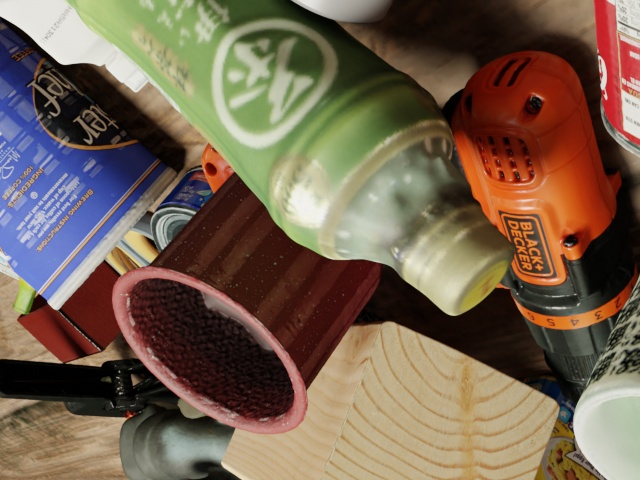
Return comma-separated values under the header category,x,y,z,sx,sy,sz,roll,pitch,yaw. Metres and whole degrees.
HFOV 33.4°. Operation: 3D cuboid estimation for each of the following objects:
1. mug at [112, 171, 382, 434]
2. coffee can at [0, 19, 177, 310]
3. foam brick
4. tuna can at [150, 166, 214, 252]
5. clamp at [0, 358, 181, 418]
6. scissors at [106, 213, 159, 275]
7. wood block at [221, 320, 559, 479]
category,x,y,z,sx,sy,sz,roll,pitch,yaw
mug,-0.030,0.026,0.459,0.093,0.081,0.117,36,144,2
coffee can,-0.165,-0.045,0.591,0.140,0.102,0.103,42,149,-8
foam brick,-0.176,0.051,0.780,0.051,0.053,0.078,46,148,-16
tuna can,-0.054,0.001,0.608,0.086,0.033,0.086,26,147,18
clamp,-0.154,0.106,0.780,0.164,0.036,0.210,-3,164,-14
scissors,-0.149,-0.029,0.680,0.201,0.016,0.096,49,147,-20
wood block,0.023,0.100,0.539,0.090,0.091,0.206,26,168,-11
